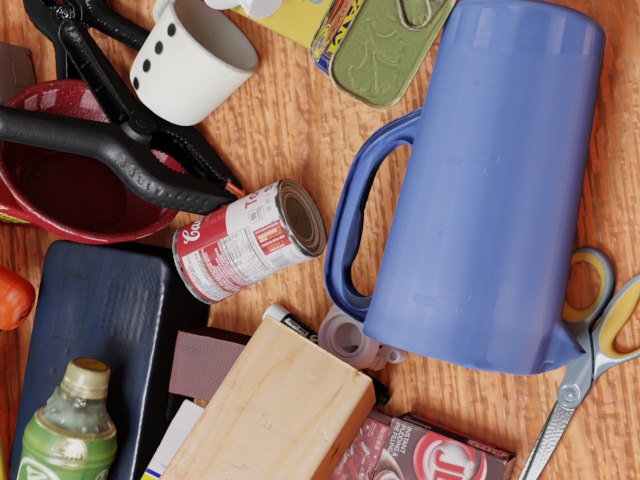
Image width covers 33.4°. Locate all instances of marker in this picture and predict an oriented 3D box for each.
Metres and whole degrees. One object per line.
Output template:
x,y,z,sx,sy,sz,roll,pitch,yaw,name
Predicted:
0.005,0.090,0.834,0.121,0.020,0.020,36,105,22,marker

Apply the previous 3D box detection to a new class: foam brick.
-0.073,0.102,0.854,0.078,0.051,0.053,11,94,25,foam brick

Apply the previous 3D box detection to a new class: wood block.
-0.053,0.170,0.748,0.090,0.091,0.206,30,77,14,wood block

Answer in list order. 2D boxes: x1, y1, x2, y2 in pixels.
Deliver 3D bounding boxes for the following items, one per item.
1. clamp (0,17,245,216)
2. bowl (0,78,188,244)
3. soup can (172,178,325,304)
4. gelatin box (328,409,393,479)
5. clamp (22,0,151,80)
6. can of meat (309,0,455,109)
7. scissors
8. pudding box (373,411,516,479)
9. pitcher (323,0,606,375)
-0.157,-0.079,0.844,0.210,0.164,0.036,38,128,-6,clamp
-0.192,-0.054,0.874,0.162,0.161,0.055,56,139,16,bowl
-0.055,0.001,0.837,0.102,0.068,0.068,-24,79,24,soup can
0.014,0.168,0.823,0.073,0.030,0.089,21,99,25,gelatin box
-0.203,-0.195,0.928,0.120,0.039,0.171,-23,87,18,clamp
0.039,-0.150,0.734,0.057,0.084,0.102,25,102,-20,can of meat
0.168,0.089,0.756,0.096,0.016,0.202,46,108,21,scissors
0.084,0.194,0.783,0.090,0.039,0.113,18,98,25,pudding box
0.106,-0.037,0.727,0.145,0.149,0.243,-165,86,-68,pitcher
